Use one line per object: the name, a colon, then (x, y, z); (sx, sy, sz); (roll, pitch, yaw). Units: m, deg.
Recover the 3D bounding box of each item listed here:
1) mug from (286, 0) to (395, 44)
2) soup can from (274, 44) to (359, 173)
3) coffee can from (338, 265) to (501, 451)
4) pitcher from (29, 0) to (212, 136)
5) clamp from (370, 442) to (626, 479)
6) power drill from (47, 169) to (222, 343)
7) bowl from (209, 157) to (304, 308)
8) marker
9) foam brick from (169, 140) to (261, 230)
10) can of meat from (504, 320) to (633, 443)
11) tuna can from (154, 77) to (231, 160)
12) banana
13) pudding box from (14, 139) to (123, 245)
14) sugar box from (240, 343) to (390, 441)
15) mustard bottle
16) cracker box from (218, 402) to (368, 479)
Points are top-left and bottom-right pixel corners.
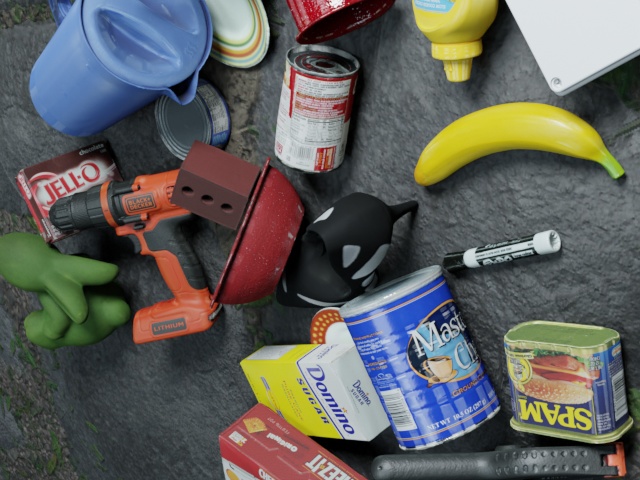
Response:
mug: (0.006, -0.224, 0.930); (0.117, 0.093, 0.081); (131, 116, -82)
soup can: (-0.004, -0.121, 0.990); (0.069, 0.068, 0.102); (30, 127, 30)
coffee can: (0.091, 0.107, 0.979); (0.103, 0.102, 0.140); (-22, 93, 46)
pitcher: (-0.223, -0.196, 1.099); (0.243, 0.144, 0.149); (-18, 63, 59)
clamp: (0.171, 0.204, 0.959); (0.210, 0.164, 0.036); (-10, 73, 25)
power drill: (-0.200, 0.020, 1.202); (0.184, 0.057, 0.187); (-11, 107, 15)
bowl: (-0.057, 0.001, 1.063); (0.055, 0.162, 0.162); (21, 129, -4)
marker: (0.155, 0.011, 0.935); (0.121, 0.020, 0.020); (-15, 98, 46)
foam brick: (-0.109, -0.058, 1.105); (0.078, 0.051, 0.053); (23, 137, -3)
can of meat: (0.209, 0.118, 0.908); (0.102, 0.057, 0.084); (3, 107, 42)
tuna can: (-0.135, -0.130, 1.135); (0.086, 0.033, 0.086); (20, 121, 36)
banana: (0.151, -0.079, 0.885); (0.198, 0.037, 0.069); (2, 109, 43)
pudding box: (-0.288, -0.057, 1.256); (0.039, 0.113, 0.090); (-24, 92, 55)
sugar box: (-0.007, 0.157, 1.115); (0.177, 0.048, 0.093); (-9, 109, 57)
mustard bottle: (0.104, -0.221, 0.842); (0.096, 0.058, 0.191); (-146, 46, -60)
cracker box: (-0.022, 0.298, 1.163); (0.164, 0.072, 0.214); (30, 142, 30)
